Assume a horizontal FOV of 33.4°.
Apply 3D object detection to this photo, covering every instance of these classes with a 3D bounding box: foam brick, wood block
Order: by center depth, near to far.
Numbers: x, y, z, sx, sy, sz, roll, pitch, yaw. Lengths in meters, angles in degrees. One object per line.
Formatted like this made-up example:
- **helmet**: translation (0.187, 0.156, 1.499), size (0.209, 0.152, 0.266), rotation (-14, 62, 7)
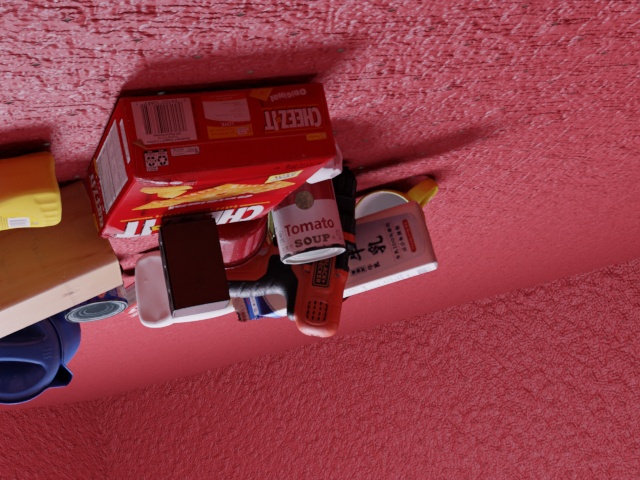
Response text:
- **foam brick**: translation (-0.113, 0.024, 0.948), size (0.051, 0.078, 0.053), rotation (-9, 169, -11)
- **wood block**: translation (-0.300, 0.034, 1.001), size (0.206, 0.090, 0.091), rotation (-24, 167, -13)

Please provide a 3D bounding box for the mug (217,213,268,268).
- **mug**: translation (-0.105, -0.031, 1.065), size (0.117, 0.093, 0.081), rotation (25, 162, -1)

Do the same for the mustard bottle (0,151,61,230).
- **mustard bottle**: translation (-0.311, -0.030, 0.869), size (0.191, 0.058, 0.096), rotation (-9, 171, -16)

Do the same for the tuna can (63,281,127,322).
- **tuna can**: translation (-0.298, 0.079, 1.404), size (0.086, 0.034, 0.086), rotation (-14, 163, -5)

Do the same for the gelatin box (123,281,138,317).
- **gelatin box**: translation (-0.247, 0.072, 1.522), size (0.089, 0.030, 0.073), rotation (-35, 171, -5)

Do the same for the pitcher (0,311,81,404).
- **pitcher**: translation (-0.408, 0.133, 1.458), size (0.145, 0.149, 0.243), rotation (-18, -178, -3)

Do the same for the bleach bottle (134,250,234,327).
- **bleach bottle**: translation (-0.147, 0.066, 1.479), size (0.068, 0.102, 0.250), rotation (-12, 170, 33)

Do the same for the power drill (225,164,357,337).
- **power drill**: translation (-0.057, 0.001, 1.135), size (0.188, 0.184, 0.057), rotation (7, 170, 9)

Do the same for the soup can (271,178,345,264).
- **soup can**: translation (-0.017, -0.033, 1.074), size (0.068, 0.102, 0.068), rotation (-11, 170, -2)

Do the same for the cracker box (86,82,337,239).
- **cracker box**: translation (-0.100, -0.062, 0.901), size (0.164, 0.072, 0.214), rotation (-8, 170, -20)
